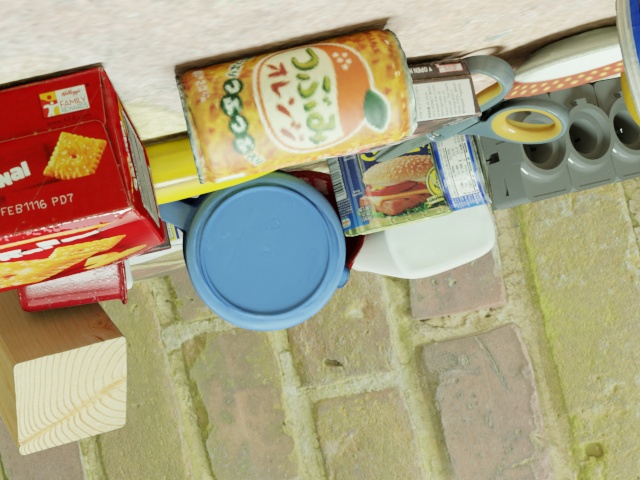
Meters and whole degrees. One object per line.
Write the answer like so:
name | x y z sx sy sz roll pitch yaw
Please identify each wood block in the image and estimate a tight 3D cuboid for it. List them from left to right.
wood block | -0.245 0.076 0.904 0.090 0.090 0.206 -12 -148 -29

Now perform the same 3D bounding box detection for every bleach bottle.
bleach bottle | 0.081 -0.004 1.051 0.102 0.068 0.251 -21 -177 -10

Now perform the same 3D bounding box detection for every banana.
banana | -0.095 -0.049 0.689 0.197 0.037 0.069 -12 -158 -2

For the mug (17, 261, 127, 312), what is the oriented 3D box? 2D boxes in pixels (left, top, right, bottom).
mug | -0.198 0.007 0.831 0.081 0.093 0.117 -8 164 -15

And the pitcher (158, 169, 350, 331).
pitcher | -0.055 0.001 0.822 0.149 0.145 0.243 -21 -177 -4

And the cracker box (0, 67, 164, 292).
cracker box | -0.169 -0.015 0.541 0.164 0.072 0.214 -14 177 -5

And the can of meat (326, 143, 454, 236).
can of meat | 0.058 -0.053 0.874 0.102 0.084 0.058 -13 178 -23

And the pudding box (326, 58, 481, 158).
pudding box | 0.026 -0.076 0.649 0.089 0.039 0.114 -12 177 -32

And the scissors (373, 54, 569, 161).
scissors | 0.101 -0.073 0.729 0.096 0.016 0.202 21 163 -3

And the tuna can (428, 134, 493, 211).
tuna can | 0.106 -0.066 0.817 0.034 0.086 0.086 -13 178 13
